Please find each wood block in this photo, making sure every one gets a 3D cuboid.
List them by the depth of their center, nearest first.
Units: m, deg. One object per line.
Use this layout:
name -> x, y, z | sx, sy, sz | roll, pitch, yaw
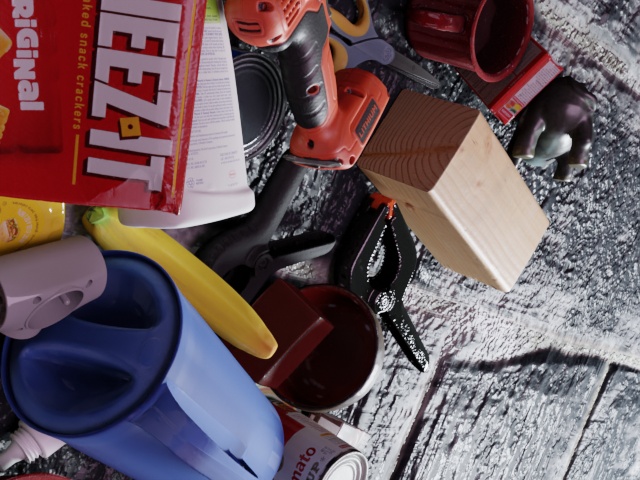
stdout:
wood block -> 0.133, -0.043, 1.027 | 0.090, 0.091, 0.206 | -58, 141, -10

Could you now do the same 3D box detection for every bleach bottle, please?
bleach bottle -> -0.098, -0.138, 0.717 | 0.102, 0.068, 0.251 | -18, 108, -58

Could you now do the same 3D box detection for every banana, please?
banana -> -0.111, 0.026, 0.792 | 0.037, 0.070, 0.197 | -45, 125, 8

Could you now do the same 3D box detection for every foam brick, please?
foam brick -> -0.036, 0.079, 0.902 | 0.078, 0.053, 0.051 | -46, 160, 3

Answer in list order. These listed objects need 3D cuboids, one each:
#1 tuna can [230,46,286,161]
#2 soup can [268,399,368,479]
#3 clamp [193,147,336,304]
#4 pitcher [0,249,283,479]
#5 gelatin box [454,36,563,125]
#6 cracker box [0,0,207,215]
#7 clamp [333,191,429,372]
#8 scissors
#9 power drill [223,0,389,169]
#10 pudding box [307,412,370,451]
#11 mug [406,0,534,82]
tuna can -> -0.067, -0.104, 0.814 | 0.085, 0.034, 0.086 | -24, 126, -39
soup can -> -0.017, 0.191, 0.931 | 0.068, 0.102, 0.068 | -25, 126, -39
clamp -> -0.056, 0.001, 0.876 | 0.171, 0.039, 0.120 | -38, 133, -30
pitcher -> -0.109, 0.124, 0.784 | 0.242, 0.145, 0.149 | 56, 29, -55
gelatin box -> 0.175, -0.160, 0.999 | 0.073, 0.089, 0.030 | -45, 126, 14
cracker box -> -0.171, -0.108, 0.574 | 0.213, 0.072, 0.164 | 6, 110, -9
clamp -> 0.057, 0.057, 1.031 | 0.164, 0.036, 0.210 | -4, 111, -40
scissors -> 0.040, -0.151, 0.927 | 0.096, 0.016, 0.201 | -57, 140, -8
power drill -> 0.002, -0.162, 0.804 | 0.184, 0.057, 0.187 | -60, 146, -34
pudding box -> 0.001, 0.213, 1.029 | 0.090, 0.039, 0.113 | -61, 156, -7
mug -> 0.123, -0.194, 0.946 | 0.117, 0.082, 0.093 | -12, 117, -45
